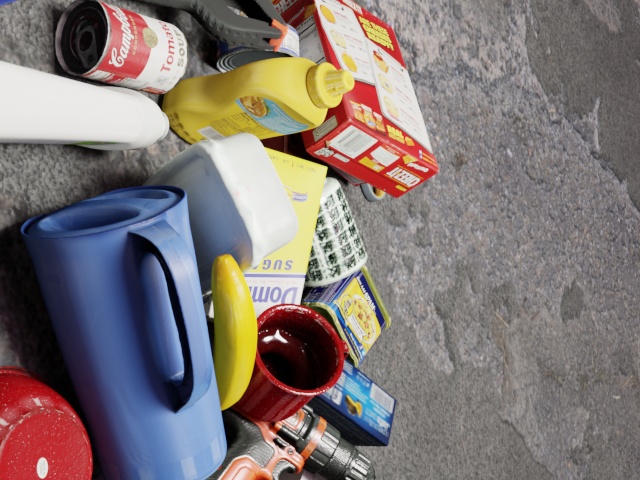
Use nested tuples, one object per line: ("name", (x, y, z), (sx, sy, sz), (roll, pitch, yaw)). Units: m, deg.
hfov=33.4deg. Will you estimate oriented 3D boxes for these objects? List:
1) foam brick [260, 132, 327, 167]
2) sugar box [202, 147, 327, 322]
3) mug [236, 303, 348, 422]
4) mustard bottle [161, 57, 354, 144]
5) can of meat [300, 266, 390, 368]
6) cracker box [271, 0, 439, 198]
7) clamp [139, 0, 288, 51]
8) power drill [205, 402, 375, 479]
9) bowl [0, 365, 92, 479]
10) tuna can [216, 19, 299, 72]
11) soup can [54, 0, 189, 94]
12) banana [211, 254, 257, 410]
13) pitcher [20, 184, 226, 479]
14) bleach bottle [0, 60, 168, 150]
("foam brick", (-0.034, -0.100, 1.145), (0.078, 0.051, 0.053), (16, 72, -52))
("sugar box", (-0.057, 0.001, 1.053), (0.093, 0.048, 0.176), (15, 77, -23))
("mug", (-0.027, 0.116, 1.001), (0.117, 0.082, 0.093), (-11, 65, -35))
("mustard bottle", (-0.051, -0.132, 1.007), (0.096, 0.192, 0.058), (31, 60, -47))
("can of meat", (0.025, 0.085, 1.188), (0.083, 0.058, 0.102), (-51, 124, -43))
("cracker box", (0.034, -0.169, 1.171), (0.163, 0.072, 0.214), (22, 44, -46))
("clamp", (-0.107, -0.246, 1.030), (0.171, 0.039, 0.120), (26, 58, -13))
("power drill", (-0.051, 0.234, 1.005), (0.184, 0.057, 0.187), (35, 50, -6))
("bowl", (-0.230, 0.176, 0.825), (0.161, 0.055, 0.162), (14, 72, -52))
("tuna can", (-0.064, -0.195, 1.093), (0.086, 0.086, 0.034), (12, 73, -52))
("soup can", (-0.175, -0.171, 0.952), (0.102, 0.069, 0.068), (6, 79, -54))
("banana", (-0.086, 0.096, 0.930), (0.070, 0.198, 0.037), (37, 47, 14))
("pitcher", (-0.145, 0.084, 0.870), (0.149, 0.145, 0.243), (-79, 159, -72))
("bleach bottle", (-0.219, -0.105, 0.870), (0.250, 0.103, 0.068), (0, 96, -60))
